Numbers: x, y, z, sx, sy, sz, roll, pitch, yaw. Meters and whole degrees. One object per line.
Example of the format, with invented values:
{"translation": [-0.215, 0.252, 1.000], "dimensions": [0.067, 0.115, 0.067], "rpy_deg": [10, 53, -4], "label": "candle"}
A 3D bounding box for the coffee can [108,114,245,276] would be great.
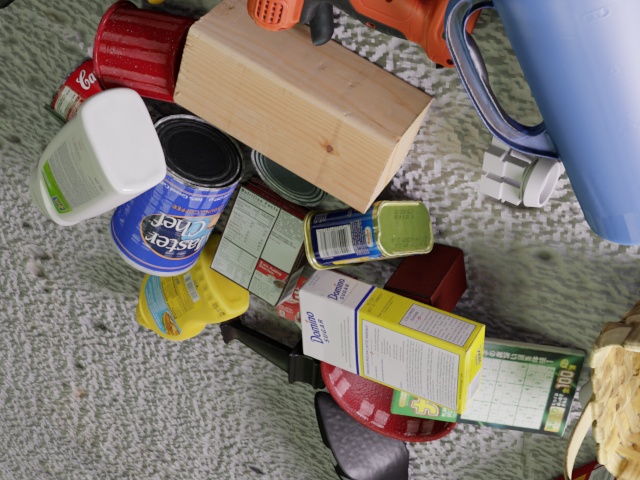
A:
{"translation": [-0.150, -0.045, 1.103], "dimensions": [0.103, 0.102, 0.140], "rpy_deg": [36, 131, 3], "label": "coffee can"}

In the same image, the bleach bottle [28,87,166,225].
{"translation": [-0.244, -0.073, 1.081], "dimensions": [0.251, 0.068, 0.102], "rpy_deg": [-14, 98, 56], "label": "bleach bottle"}

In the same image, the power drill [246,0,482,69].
{"translation": [0.042, -0.223, 0.829], "dimensions": [0.187, 0.057, 0.185], "rpy_deg": [20, 138, 1], "label": "power drill"}

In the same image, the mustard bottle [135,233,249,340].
{"translation": [-0.162, 0.066, 1.248], "dimensions": [0.192, 0.058, 0.096], "rpy_deg": [-27, 83, 46], "label": "mustard bottle"}

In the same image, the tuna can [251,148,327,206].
{"translation": [-0.023, -0.075, 1.038], "dimensions": [0.086, 0.033, 0.086], "rpy_deg": [27, 151, 16], "label": "tuna can"}

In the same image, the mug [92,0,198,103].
{"translation": [-0.155, -0.172, 1.026], "dimensions": [0.082, 0.093, 0.117], "rpy_deg": [14, 161, 19], "label": "mug"}

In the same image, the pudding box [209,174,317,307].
{"translation": [-0.057, 0.001, 1.117], "dimensions": [0.090, 0.039, 0.114], "rpy_deg": [31, 118, 14], "label": "pudding box"}

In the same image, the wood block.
{"translation": [-0.018, -0.127, 0.960], "dimensions": [0.206, 0.090, 0.091], "rpy_deg": [31, 137, 8], "label": "wood block"}

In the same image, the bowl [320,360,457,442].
{"translation": [0.083, 0.143, 1.153], "dimensions": [0.162, 0.055, 0.162], "rpy_deg": [18, 134, 19], "label": "bowl"}

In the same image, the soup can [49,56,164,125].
{"translation": [-0.221, -0.133, 1.113], "dimensions": [0.102, 0.068, 0.069], "rpy_deg": [39, 139, -1], "label": "soup can"}

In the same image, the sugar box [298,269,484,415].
{"translation": [0.066, 0.094, 1.015], "dimensions": [0.176, 0.048, 0.093], "rpy_deg": [21, 137, 25], "label": "sugar box"}

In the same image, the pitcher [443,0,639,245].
{"translation": [0.207, -0.115, 0.784], "dimensions": [0.149, 0.144, 0.242], "rpy_deg": [17, 142, 51], "label": "pitcher"}

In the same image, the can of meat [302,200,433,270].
{"translation": [0.047, -0.007, 1.014], "dimensions": [0.084, 0.101, 0.057], "rpy_deg": [-9, 87, 37], "label": "can of meat"}

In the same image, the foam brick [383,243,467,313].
{"translation": [0.103, 0.046, 1.039], "dimensions": [0.051, 0.078, 0.053], "rpy_deg": [13, 132, 28], "label": "foam brick"}

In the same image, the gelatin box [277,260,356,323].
{"translation": [-0.006, 0.061, 1.163], "dimensions": [0.089, 0.030, 0.073], "rpy_deg": [18, 135, 20], "label": "gelatin box"}
